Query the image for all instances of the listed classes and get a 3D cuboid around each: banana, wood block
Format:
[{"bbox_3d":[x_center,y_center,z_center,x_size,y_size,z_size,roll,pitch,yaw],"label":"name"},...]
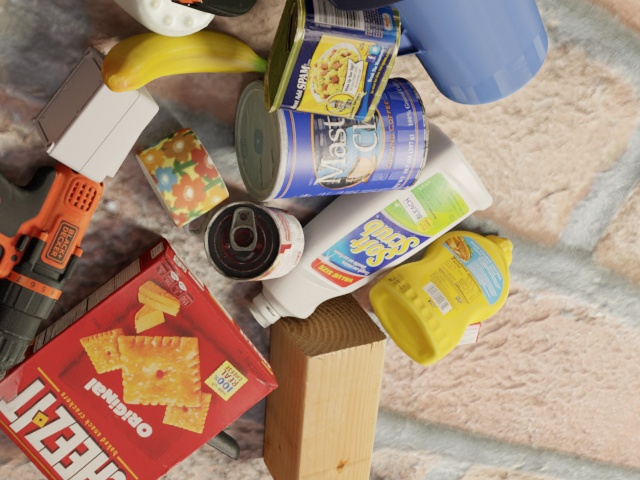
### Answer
[{"bbox_3d":[-0.111,-0.143,0.833,0.197,0.070,0.037,-20,122,-52],"label":"banana"},{"bbox_3d":[0.001,0.169,1.107,0.090,0.090,0.206,-10,124,-23],"label":"wood block"}]

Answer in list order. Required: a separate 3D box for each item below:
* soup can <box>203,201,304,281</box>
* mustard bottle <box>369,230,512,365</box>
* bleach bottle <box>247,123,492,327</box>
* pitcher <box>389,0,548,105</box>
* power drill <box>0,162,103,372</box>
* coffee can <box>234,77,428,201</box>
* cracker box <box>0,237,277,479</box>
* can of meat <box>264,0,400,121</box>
[{"bbox_3d":[-0.056,0.001,0.949,0.068,0.068,0.102,-48,171,7],"label":"soup can"},{"bbox_3d":[0.139,0.043,1.085,0.191,0.096,0.058,-33,171,-41],"label":"mustard bottle"},{"bbox_3d":[0.040,0.001,1.035,0.251,0.068,0.102,-39,129,3],"label":"bleach bottle"},{"bbox_3d":[0.093,-0.220,0.878,0.149,0.145,0.242,-9,140,27],"label":"pitcher"},{"bbox_3d":[-0.280,-0.004,0.838,0.187,0.057,0.184,29,79,-39],"label":"power drill"},{"bbox_3d":[0.008,-0.090,0.931,0.140,0.103,0.103,-5,123,-25],"label":"coffee can"},{"bbox_3d":[-0.172,0.128,0.964,0.213,0.072,0.164,-38,105,-1],"label":"cracker box"},{"bbox_3d":[0.008,-0.143,0.833,0.083,0.057,0.102,7,140,-15],"label":"can of meat"}]
